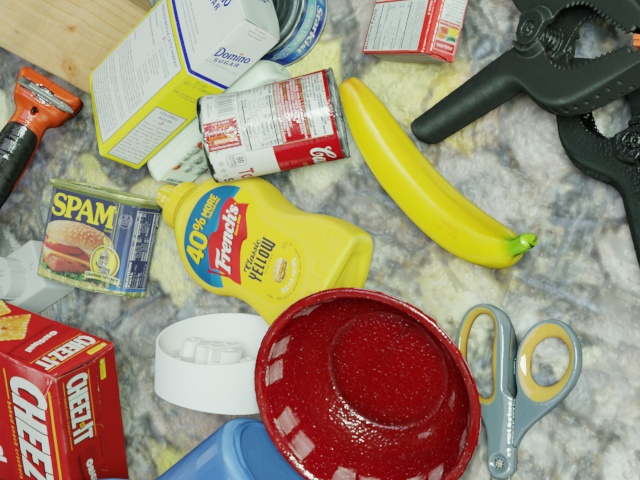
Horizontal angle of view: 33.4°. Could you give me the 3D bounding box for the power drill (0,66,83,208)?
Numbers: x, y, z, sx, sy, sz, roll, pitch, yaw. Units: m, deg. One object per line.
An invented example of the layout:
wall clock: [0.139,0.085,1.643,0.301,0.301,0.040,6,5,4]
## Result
power drill: [-0.276,-0.056,0.930,0.057,0.184,0.187,30,89,-13]

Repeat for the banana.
banana: [0.078,-0.039,0.743,0.198,0.037,0.070,44,143,31]

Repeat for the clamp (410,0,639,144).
clamp: [0.145,-0.141,0.691,0.210,0.036,0.164,10,88,55]

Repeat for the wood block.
wood block: [-0.249,-0.216,0.866,0.090,0.205,0.091,-48,41,18]

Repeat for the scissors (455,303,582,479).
scissors: [0.138,0.138,0.711,0.096,0.016,0.202,-15,77,30]

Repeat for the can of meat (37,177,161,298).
can of meat: [-0.187,-0.002,0.902,0.102,0.057,0.084,13,94,29]

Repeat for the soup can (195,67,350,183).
soup can: [-0.034,-0.084,0.789,0.102,0.068,0.068,-11,78,5]

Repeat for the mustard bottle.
mustard bottle: [-0.056,0.001,0.821,0.192,0.058,0.096,28,105,31]

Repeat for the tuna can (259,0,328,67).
tuna can: [-0.039,-0.182,0.844,0.086,0.033,0.086,-4,83,31]

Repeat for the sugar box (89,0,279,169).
sugar box: [-0.110,-0.143,0.833,0.176,0.048,0.093,-34,54,29]

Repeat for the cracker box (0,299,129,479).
cracker box: [-0.263,0.139,0.891,0.214,0.072,0.164,16,121,32]

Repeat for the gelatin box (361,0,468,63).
gelatin box: [0.070,-0.164,0.757,0.089,0.030,0.073,19,95,63]

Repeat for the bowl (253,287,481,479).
bowl: [0.038,0.100,0.736,0.162,0.055,0.162,7,109,21]
